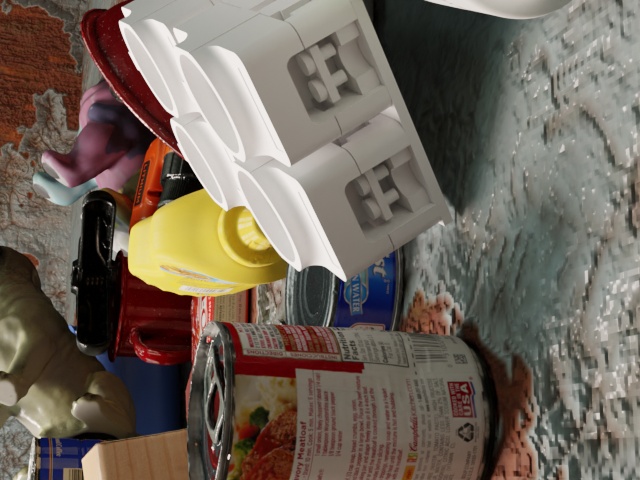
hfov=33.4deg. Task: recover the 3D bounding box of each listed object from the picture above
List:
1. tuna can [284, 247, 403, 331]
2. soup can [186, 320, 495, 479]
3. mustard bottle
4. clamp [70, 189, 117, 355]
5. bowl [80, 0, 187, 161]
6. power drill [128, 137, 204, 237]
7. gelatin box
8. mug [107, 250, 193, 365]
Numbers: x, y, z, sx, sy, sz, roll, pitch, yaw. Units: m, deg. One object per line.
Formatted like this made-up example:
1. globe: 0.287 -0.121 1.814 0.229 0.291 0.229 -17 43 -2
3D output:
1. tuna can: 0.009 0.022 0.521 0.086 0.033 0.086 -175 90 -73
2. soup can: 0.006 0.067 0.403 0.069 0.102 0.068 -175 90 -73
3. mustard bottle: -0.054 0.000 0.628 0.192 0.096 0.058 163 111 -72
4. clamp: -0.179 0.038 0.842 0.172 0.039 0.120 130 147 -72
5. bowl: -0.075 -0.109 0.694 0.055 0.162 0.162 -42 34 18
6. power drill: -0.107 -0.051 0.852 0.188 0.057 0.184 140 146 -64
7. gelatin box: -0.076 0.044 0.800 0.073 0.030 0.089 140 132 -67
8. mug: -0.129 0.063 0.879 0.117 0.081 0.093 -115 34 -59
